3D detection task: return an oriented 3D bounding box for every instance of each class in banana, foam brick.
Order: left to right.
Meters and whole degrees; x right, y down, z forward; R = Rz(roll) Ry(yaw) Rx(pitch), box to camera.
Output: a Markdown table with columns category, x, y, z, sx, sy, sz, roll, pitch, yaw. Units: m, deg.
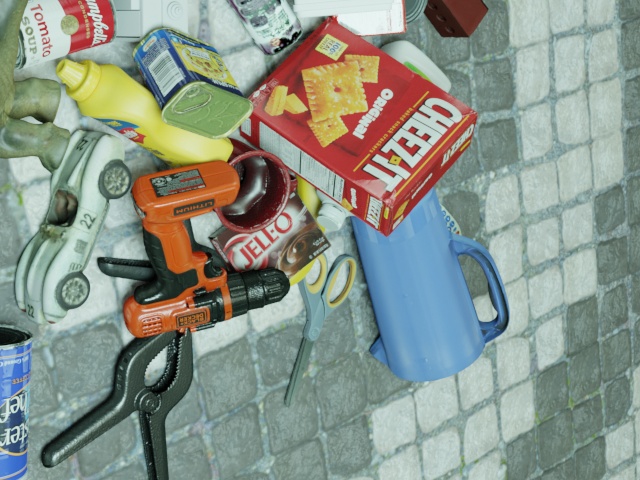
| category | x | y | z | sx | sy | sz | roll | pitch | yaw |
| --- | --- | --- | --- | --- | --- | --- | --- | --- | --- |
| banana | -0.022 | -0.026 | 1.270 | 0.069 | 0.037 | 0.198 | 16 | 89 | -41 |
| foam brick | 0.166 | -0.302 | 1.362 | 0.078 | 0.053 | 0.051 | 44 | 71 | -36 |

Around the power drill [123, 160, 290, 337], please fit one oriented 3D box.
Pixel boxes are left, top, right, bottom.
| category | x | y | z | sx | sy | sz | roll | pitch | yaw |
| --- | --- | --- | --- | --- | --- | --- | --- | --- | --- |
| power drill | -0.119 | 0.012 | 1.105 | 0.184 | 0.057 | 0.188 | -14 | 129 | -18 |

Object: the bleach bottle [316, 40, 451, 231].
| category | x | y | z | sx | sy | sz | roll | pitch | yaw |
| --- | --- | --- | --- | --- | --- | --- | --- | --- | --- |
| bleach bottle | 0.066 | -0.116 | 1.277 | 0.102 | 0.068 | 0.250 | 40 | 63 | -27 |

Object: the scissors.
| category | x | y | z | sx | sy | sz | roll | pitch | yaw |
| --- | --- | --- | --- | --- | --- | --- | --- | --- | --- |
| scissors | -0.019 | 0.097 | 1.312 | 0.096 | 0.016 | 0.201 | 41 | 72 | -36 |

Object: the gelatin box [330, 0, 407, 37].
| category | x | y | z | sx | sy | sz | roll | pitch | yaw |
| --- | --- | --- | --- | --- | --- | --- | --- | --- | --- |
| gelatin box | 0.055 | -0.279 | 1.260 | 0.089 | 0.030 | 0.073 | -6 | 106 | 0 |

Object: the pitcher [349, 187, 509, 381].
| category | x | y | z | sx | sy | sz | roll | pitch | yaw |
| --- | --- | --- | --- | --- | --- | --- | --- | --- | --- |
| pitcher | 0.128 | 0.043 | 1.335 | 0.149 | 0.145 | 0.243 | -32 | 119 | -26 |

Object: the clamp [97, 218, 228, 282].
| category | x | y | z | sx | sy | sz | roll | pitch | yaw |
| --- | --- | --- | --- | --- | --- | --- | --- | --- | --- |
| clamp | -0.162 | 0.033 | 1.166 | 0.120 | 0.039 | 0.171 | -38 | 124 | -8 |

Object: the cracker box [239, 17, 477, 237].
| category | x | y | z | sx | sy | sz | roll | pitch | yaw |
| --- | --- | --- | --- | --- | --- | --- | --- | --- | --- |
| cracker box | 0.041 | -0.131 | 1.191 | 0.164 | 0.214 | 0.072 | -47 | 162 | -23 |

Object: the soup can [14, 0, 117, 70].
| category | x | y | z | sx | sy | sz | roll | pitch | yaw |
| --- | --- | --- | --- | --- | --- | --- | --- | --- | --- |
| soup can | -0.255 | -0.208 | 1.018 | 0.102 | 0.069 | 0.068 | -26 | 114 | -33 |

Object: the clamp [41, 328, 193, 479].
| category | x | y | z | sx | sy | sz | roll | pitch | yaw |
| --- | --- | --- | --- | --- | --- | --- | --- | --- | --- |
| clamp | -0.190 | 0.182 | 1.173 | 0.164 | 0.036 | 0.210 | 39 | 75 | -38 |

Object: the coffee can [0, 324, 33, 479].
| category | x | y | z | sx | sy | sz | roll | pitch | yaw |
| --- | --- | --- | --- | --- | --- | --- | --- | --- | --- |
| coffee can | -0.327 | 0.157 | 1.009 | 0.102 | 0.103 | 0.140 | -2 | 100 | -40 |

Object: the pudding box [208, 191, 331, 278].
| category | x | y | z | sx | sy | sz | roll | pitch | yaw |
| --- | --- | --- | --- | --- | --- | --- | --- | --- | --- |
| pudding box | -0.058 | 0.002 | 1.220 | 0.113 | 0.039 | 0.090 | -38 | 105 | -17 |

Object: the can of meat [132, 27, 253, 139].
| category | x | y | z | sx | sy | sz | roll | pitch | yaw |
| --- | --- | --- | --- | --- | --- | --- | --- | --- | --- |
| can of meat | -0.126 | -0.155 | 1.043 | 0.057 | 0.084 | 0.101 | -42 | 152 | 22 |

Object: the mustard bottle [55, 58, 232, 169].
| category | x | y | z | sx | sy | sz | roll | pitch | yaw |
| --- | --- | --- | --- | --- | --- | --- | --- | --- | --- |
| mustard bottle | -0.184 | -0.127 | 1.074 | 0.191 | 0.096 | 0.058 | 32 | 81 | -40 |

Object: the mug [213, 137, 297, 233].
| category | x | y | z | sx | sy | sz | roll | pitch | yaw |
| --- | --- | --- | --- | --- | --- | --- | --- | --- | --- |
| mug | -0.081 | -0.065 | 1.172 | 0.117 | 0.082 | 0.093 | -7 | 114 | -30 |
